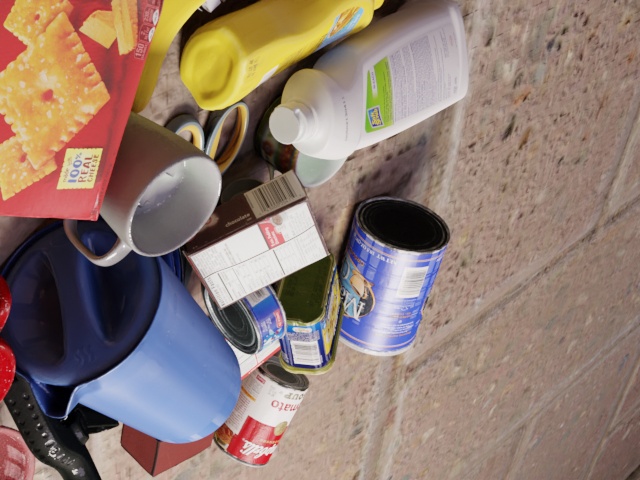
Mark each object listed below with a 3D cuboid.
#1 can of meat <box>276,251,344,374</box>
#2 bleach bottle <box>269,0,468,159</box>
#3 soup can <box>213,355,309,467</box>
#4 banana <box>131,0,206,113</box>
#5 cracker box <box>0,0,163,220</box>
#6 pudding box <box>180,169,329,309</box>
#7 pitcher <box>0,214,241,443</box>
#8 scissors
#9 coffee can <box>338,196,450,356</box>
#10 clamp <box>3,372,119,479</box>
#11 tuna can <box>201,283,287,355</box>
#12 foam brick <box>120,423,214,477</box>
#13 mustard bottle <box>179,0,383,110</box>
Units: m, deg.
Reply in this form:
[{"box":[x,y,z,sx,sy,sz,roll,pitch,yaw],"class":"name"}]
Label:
[{"box":[-0.012,0.069,1.075,0.084,0.057,0.102,82,16,-48],"class":"can of meat"},{"box":[0.039,-0.133,0.887,0.250,0.068,0.102,-30,116,-51],"class":"bleach bottle"},{"box":[-0.063,0.181,1.143,0.068,0.069,0.102,7,115,-57],"class":"soup can"},{"box":[-0.092,-0.151,0.712,0.069,0.037,0.198,37,129,-27],"class":"banana"},{"box":[-0.201,-0.100,0.616,0.213,0.072,0.164,3,111,-57],"class":"cracker box"},{"box":[-0.056,0.001,0.909,0.113,0.039,0.090,-25,144,-2],"class":"pudding box"},{"box":[-0.146,0.075,0.865,0.149,0.145,0.242,-38,153,-3],"class":"pitcher"},{"box":[-0.116,-0.030,0.892,0.096,0.016,0.202,-5,126,-51],"class":"scissors"},{"box":[0.071,0.038,1.146,0.102,0.103,0.140,-22,138,-43],"class":"coffee can"},{"box":[-0.209,0.152,0.878,0.036,0.164,0.210,-23,125,1],"class":"clamp"},{"box":[-0.071,0.062,0.984,0.033,0.086,0.086,-34,145,-29],"class":"tuna can"},{"box":[-0.146,0.183,1.039,0.078,0.053,0.051,-23,139,-43],"class":"foam brick"},{"box":[-0.015,-0.170,0.824,0.191,0.058,0.096,-35,179,-31],"class":"mustard bottle"}]
